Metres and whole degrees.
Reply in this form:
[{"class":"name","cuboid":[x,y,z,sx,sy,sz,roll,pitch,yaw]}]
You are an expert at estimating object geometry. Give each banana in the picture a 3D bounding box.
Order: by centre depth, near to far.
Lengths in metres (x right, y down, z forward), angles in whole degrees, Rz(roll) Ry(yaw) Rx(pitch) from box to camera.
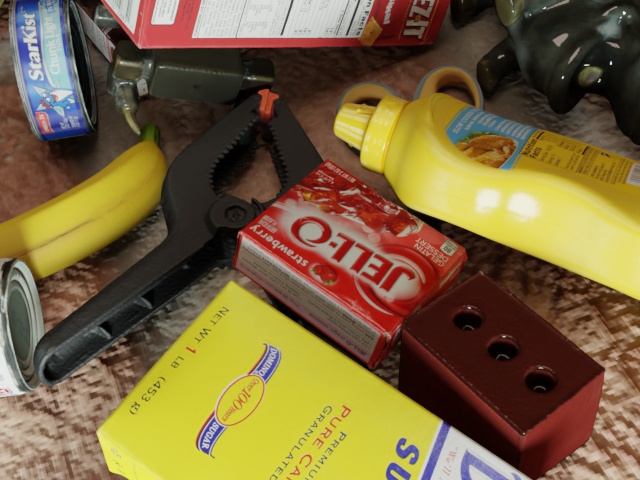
[{"class":"banana","cuboid":[-0.156,-0.003,0.580,0.197,0.037,0.070,-31,26,-22]}]

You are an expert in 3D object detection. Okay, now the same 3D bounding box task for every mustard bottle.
[{"class":"mustard bottle","cuboid":[0.096,-0.030,0.535,0.192,0.058,0.096,22,28,15]}]

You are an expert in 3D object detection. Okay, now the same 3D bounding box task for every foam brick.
[{"class":"foam brick","cuboid":[0.079,0.064,0.479,0.052,0.051,0.078,-30,53,-27]}]

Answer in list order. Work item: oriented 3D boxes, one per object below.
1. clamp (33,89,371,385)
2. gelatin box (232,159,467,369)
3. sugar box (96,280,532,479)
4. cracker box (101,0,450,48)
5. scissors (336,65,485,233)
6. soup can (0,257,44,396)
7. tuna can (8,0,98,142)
[{"class":"clamp","cuboid":[-0.054,0.001,0.559,0.164,0.036,0.210,2,50,0]},{"class":"gelatin box","cuboid":[0.015,0.009,0.516,0.089,0.030,0.073,35,49,16]},{"class":"sugar box","cuboid":[0.005,0.101,0.440,0.176,0.048,0.093,30,62,19]},{"class":"cracker box","cuboid":[-0.044,-0.186,0.641,0.213,0.072,0.164,-9,44,-36]},{"class":"scissors","cuboid":[0.040,-0.029,0.591,0.096,0.016,0.201,9,51,16]},{"class":"soup can","cuboid":[-0.192,0.047,0.516,0.102,0.068,0.068,-7,49,-1]},{"class":"tuna can","cuboid":[-0.156,-0.103,0.630,0.033,0.086,0.086,-9,49,-4]}]
